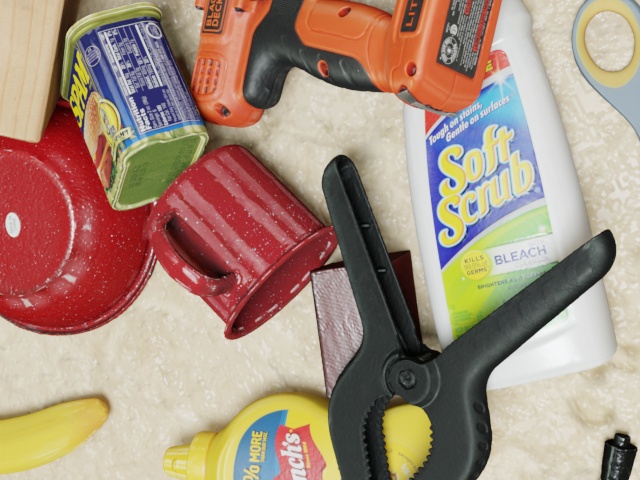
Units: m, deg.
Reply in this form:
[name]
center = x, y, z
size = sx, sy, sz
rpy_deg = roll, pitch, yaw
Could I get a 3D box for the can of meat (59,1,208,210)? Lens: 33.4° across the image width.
[can of meat]
center = -0.110, -0.075, 0.628
size = 0.057, 0.102, 0.084
rpy_deg = -19, 77, -22

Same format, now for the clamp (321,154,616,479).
[clamp]
center = 0.063, 0.068, 0.563
size = 0.165, 0.036, 0.210
rpy_deg = 11, 98, 31

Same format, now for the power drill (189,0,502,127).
[power drill]
center = 0.011, -0.146, 0.583
size = 0.188, 0.057, 0.184
rpy_deg = 14, 94, 43

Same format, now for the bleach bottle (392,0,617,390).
[bleach bottle]
center = 0.087, -0.046, 0.600
size = 0.103, 0.068, 0.251
rpy_deg = -16, 88, 22

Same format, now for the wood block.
[wood block]
center = -0.181, -0.173, 0.610
size = 0.090, 0.091, 0.206
rpy_deg = 13, 118, -10

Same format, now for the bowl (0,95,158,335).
[bowl]
center = -0.186, -0.013, 0.687
size = 0.162, 0.055, 0.162
rpy_deg = 2, 96, 16

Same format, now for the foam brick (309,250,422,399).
[foam brick]
center = 0.029, 0.049, 0.630
size = 0.051, 0.053, 0.078
rpy_deg = -7, 93, 17

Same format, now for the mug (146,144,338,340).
[mug]
center = -0.054, 0.001, 0.620
size = 0.081, 0.117, 0.093
rpy_deg = 45, 122, 13

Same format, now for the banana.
[banana]
center = -0.238, 0.126, 0.725
size = 0.198, 0.037, 0.069
rpy_deg = 8, 99, 16

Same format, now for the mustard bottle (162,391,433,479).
[mustard bottle]
center = -0.005, 0.141, 0.646
size = 0.192, 0.058, 0.096
rpy_deg = 1, 87, 17
